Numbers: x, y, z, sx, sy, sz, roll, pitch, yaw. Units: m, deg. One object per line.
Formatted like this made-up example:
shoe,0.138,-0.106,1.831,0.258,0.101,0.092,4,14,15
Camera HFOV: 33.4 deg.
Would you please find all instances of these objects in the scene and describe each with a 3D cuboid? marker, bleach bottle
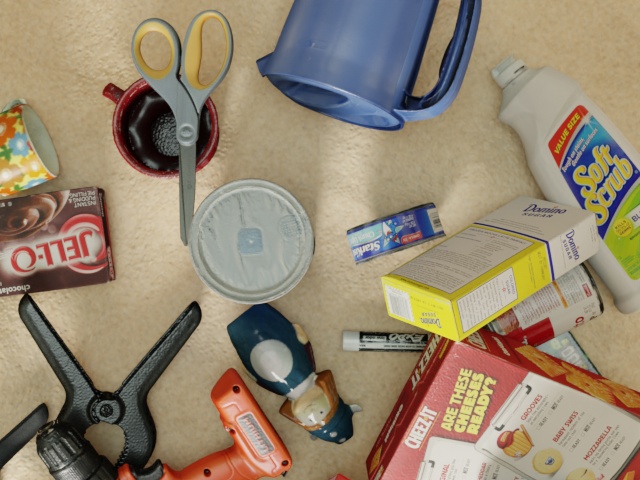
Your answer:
marker,0.081,0.095,0.992,0.121,0.020,0.020,2,89,1
bleach bottle,0.238,-0.060,0.972,0.102,0.068,0.251,-39,87,-1

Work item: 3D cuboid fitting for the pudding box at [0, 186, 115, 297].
pudding box,-0.251,0.002,0.987,0.113,0.039,0.090,-8,91,1

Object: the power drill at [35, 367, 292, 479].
power drill,-0.135,0.196,0.953,0.187,0.057,0.184,-34,108,-3

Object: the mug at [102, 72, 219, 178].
mug,-0.145,-0.105,0.965,0.117,0.081,0.093,30,90,0

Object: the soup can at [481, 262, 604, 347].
soup can,0.195,0.059,0.967,0.102,0.068,0.068,-26,89,0

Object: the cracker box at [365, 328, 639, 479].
cracker box,0.169,0.179,0.931,0.213,0.072,0.164,22,106,-11

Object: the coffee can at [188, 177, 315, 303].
coffee can,-0.056,0.001,0.934,0.103,0.140,0.103,0,89,0

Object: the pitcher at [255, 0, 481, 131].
pitcher,0.057,-0.224,0.941,0.149,0.145,0.243,21,87,-20

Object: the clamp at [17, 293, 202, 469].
clamp,-0.187,0.147,0.983,0.164,0.036,0.210,-4,96,-8

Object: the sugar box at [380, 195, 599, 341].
sugar box,0.148,0.020,0.919,0.176,0.093,0.048,-25,115,-28

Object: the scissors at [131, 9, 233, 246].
scissors,-0.131,-0.104,0.915,0.096,0.016,0.202,16,90,2

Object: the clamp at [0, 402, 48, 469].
clamp,-0.338,0.208,0.985,0.120,0.039,0.171,25,88,-3

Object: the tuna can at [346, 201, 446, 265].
tuna can,0.067,-0.006,0.960,0.086,0.086,0.034,-18,88,0
